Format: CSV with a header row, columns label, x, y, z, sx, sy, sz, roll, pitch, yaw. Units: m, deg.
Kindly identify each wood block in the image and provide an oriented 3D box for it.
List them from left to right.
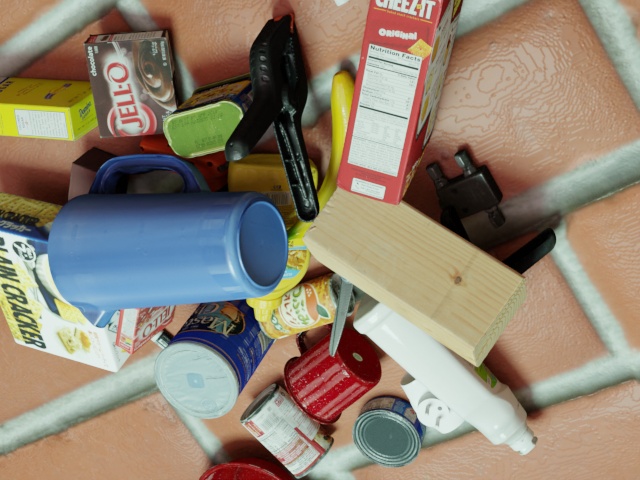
label,x,y,z,sx,sy,sz,roll,pitch,yaw
wood block,0.095,0.028,1.077,0.206,0.090,0.091,34,83,19

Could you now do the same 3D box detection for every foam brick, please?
label,x,y,z,sx,sy,sz,roll,pitch,yaw
foam brick,-0.262,-0.060,1.259,0.051,0.053,0.078,20,121,9

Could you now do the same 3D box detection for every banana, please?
label,x,y,z,sx,sy,sz,roll,pitch,yaw
banana,0.015,-0.079,1.132,0.037,0.069,0.198,36,111,51

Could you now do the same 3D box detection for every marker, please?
label,x,y,z,sx,sy,sz,roll,pitch,yaw
marker,-0.171,0.151,1.360,0.121,0.020,0.020,40,123,-4

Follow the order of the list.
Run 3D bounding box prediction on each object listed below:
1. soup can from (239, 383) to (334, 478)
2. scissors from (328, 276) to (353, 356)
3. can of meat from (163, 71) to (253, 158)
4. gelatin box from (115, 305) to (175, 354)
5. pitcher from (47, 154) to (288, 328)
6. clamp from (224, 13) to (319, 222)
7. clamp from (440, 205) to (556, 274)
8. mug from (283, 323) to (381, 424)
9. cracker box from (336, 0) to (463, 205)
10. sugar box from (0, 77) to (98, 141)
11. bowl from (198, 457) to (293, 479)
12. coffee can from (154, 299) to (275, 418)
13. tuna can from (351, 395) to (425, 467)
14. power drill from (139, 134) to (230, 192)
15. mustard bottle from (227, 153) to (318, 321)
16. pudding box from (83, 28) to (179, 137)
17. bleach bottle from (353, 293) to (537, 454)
label,x,y,z,sx,sy,sz,roll,pitch,yaw
soup can,-0.042,0.236,1.329,0.102,0.068,0.069,45,123,-6
scissors,0.019,0.020,1.180,0.096,0.016,0.202,31,103,16
can of meat,-0.107,-0.133,1.141,0.102,0.083,0.057,-11,113,25
gelatin box,-0.208,0.085,1.296,0.030,0.089,0.073,27,125,17
pitcher,-0.159,-0.002,1.130,0.243,0.144,0.149,-3,124,32
clamp,-0.038,-0.130,1.076,0.036,0.210,0.164,-9,148,23
clamp,0.168,0.036,1.148,0.120,0.039,0.172,24,128,7
mug,0.012,0.145,1.255,0.082,0.093,0.117,-41,64,28
cracker box,0.079,-0.166,1.005,0.072,0.164,0.214,16,122,10
sugar box,-0.336,-0.153,1.212,0.176,0.093,0.048,7,117,16
bowl,-0.082,0.342,1.410,0.162,0.055,0.162,9,120,16
coffee can,-0.119,0.127,1.254,0.103,0.140,0.103,9,120,16
tuna can,0.084,0.232,1.299,0.086,0.033,0.086,9,120,16
power drill,-0.165,-0.033,1.237,0.184,0.057,0.188,11,122,14
mustard bottle,-0.058,0.001,1.188,0.096,0.058,0.192,-1,112,-15
pudding box,-0.204,-0.171,1.169,0.090,0.039,0.113,-4,116,1
bleach bottle,0.148,0.147,1.187,0.068,0.102,0.251,-42,97,19
